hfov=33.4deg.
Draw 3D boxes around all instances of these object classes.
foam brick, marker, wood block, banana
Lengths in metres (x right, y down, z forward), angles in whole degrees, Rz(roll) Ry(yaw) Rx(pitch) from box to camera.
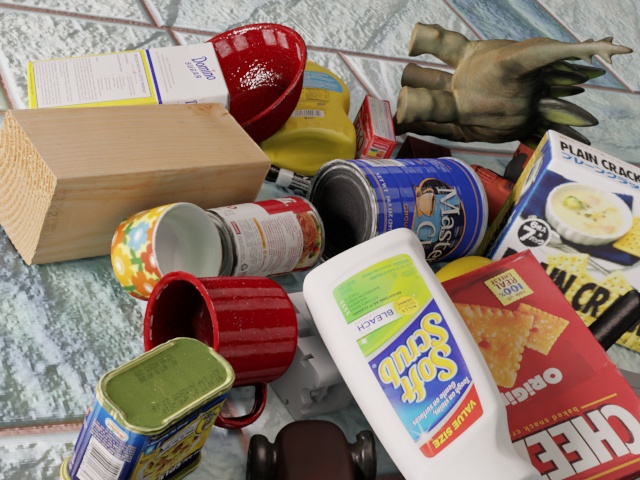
[{"bbox_3d":[0.109,-0.063,1.120,0.053,0.051,0.078,17,34,-16],"label":"foam brick"},{"bbox_3d":[-0.012,-0.053,1.052,0.121,0.020,0.020,20,33,-9],"label":"marker"},{"bbox_3d":[-0.158,-0.051,0.886,0.205,0.090,0.091,-9,47,-43],"label":"wood block"},{"bbox_3d":[0.121,0.059,0.960,0.070,0.037,0.197,20,35,24],"label":"banana"}]

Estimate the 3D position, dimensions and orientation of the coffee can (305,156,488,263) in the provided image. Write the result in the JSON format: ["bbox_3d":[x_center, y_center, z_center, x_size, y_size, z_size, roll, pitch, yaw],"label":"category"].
[{"bbox_3d":[0.071,-0.026,0.994,0.140,0.103,0.103,-4,43,-38],"label":"coffee can"}]

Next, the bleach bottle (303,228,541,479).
[{"bbox_3d":[0.081,0.106,0.733,0.102,0.068,0.251,-25,50,-10],"label":"bleach bottle"}]

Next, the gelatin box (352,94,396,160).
[{"bbox_3d":[0.048,-0.098,1.107,0.030,0.073,0.089,16,35,-15],"label":"gelatin box"}]

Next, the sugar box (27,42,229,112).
[{"bbox_3d":[-0.177,-0.134,0.981,0.176,0.048,0.093,-6,42,-13],"label":"sugar box"}]

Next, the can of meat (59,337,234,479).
[{"bbox_3d":[-0.109,0.118,0.687,0.057,0.084,0.101,39,35,18],"label":"can of meat"}]

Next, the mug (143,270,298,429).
[{"bbox_3d":[-0.068,0.079,0.778,0.081,0.093,0.117,0,71,-42],"label":"mug"}]

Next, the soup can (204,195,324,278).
[{"bbox_3d":[-0.056,0.001,0.902,0.102,0.069,0.069,-11,48,-43],"label":"soup can"}]

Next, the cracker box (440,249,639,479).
[{"bbox_3d":[0.135,0.121,0.800,0.164,0.072,0.214,-20,47,-9],"label":"cracker box"}]

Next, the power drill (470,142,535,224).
[{"bbox_3d":[0.256,-0.047,1.192,0.184,0.057,0.187,34,33,12],"label":"power drill"}]

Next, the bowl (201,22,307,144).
[{"bbox_3d":[-0.078,-0.142,1.054,0.162,0.055,0.162,-15,45,16],"label":"bowl"}]

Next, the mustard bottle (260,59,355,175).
[{"bbox_3d":[-0.016,-0.141,1.133,0.096,0.058,0.191,-1,36,-2],"label":"mustard bottle"}]
